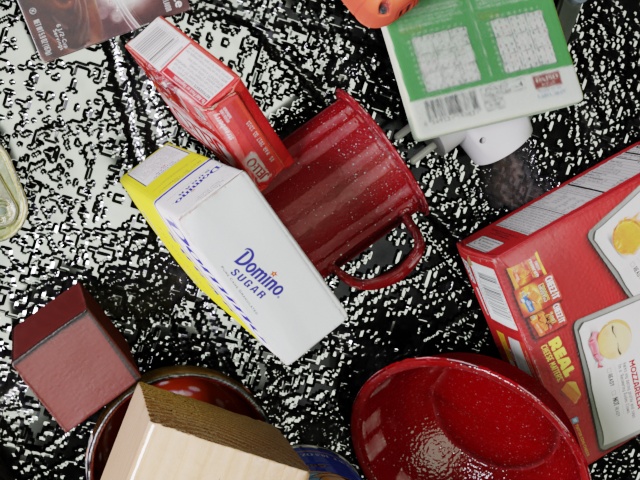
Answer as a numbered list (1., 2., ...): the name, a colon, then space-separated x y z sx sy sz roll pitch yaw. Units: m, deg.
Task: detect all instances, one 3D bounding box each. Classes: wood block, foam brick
1. wood block: -0.091 0.194 0.574 0.090 0.091 0.206 21 90 -15
2. foam brick: -0.142 0.065 0.615 0.051 0.078 0.053 -37 106 -7

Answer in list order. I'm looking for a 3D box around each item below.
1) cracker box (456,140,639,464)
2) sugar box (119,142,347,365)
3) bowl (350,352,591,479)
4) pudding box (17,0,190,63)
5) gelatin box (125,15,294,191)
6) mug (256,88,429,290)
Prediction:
1. cracker box: 0.217 0.028 0.720 0.213 0.072 0.164 -28 107 -11
2. sugar box: -0.054 0.001 0.577 0.048 0.176 0.093 -38 108 -7
3. bowl: 0.102 0.128 0.684 0.055 0.162 0.162 -45 115 -48
4. pudding box: -0.132 -0.167 0.585 0.090 0.039 0.113 -23 120 -11
5. gelatin box: -0.062 -0.075 0.594 0.030 0.089 0.073 -42 140 -8
6. mug: 0.012 -0.021 0.633 0.081 0.093 0.117 -36 71 -3
